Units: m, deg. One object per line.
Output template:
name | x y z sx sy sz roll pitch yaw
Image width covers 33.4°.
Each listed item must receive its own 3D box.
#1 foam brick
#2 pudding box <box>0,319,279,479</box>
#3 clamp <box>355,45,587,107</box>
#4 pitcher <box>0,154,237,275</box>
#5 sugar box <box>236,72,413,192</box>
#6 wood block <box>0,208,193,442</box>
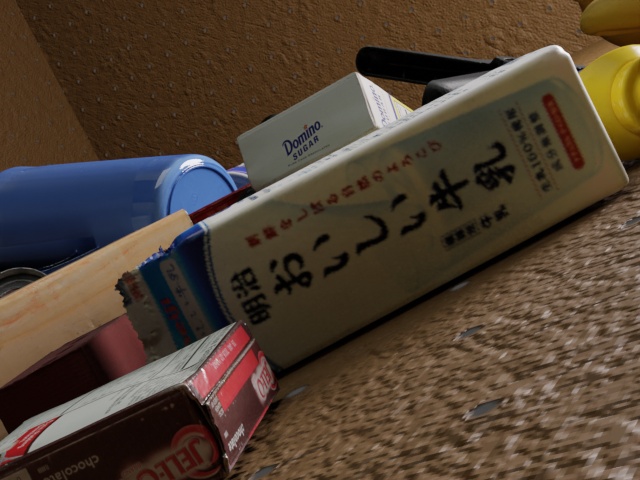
foam brick | -0.116 0.077 0.526 0.053 0.051 0.078 -27 5 9
pudding box | -0.077 0.076 0.397 0.113 0.039 0.090 -24 5 12
clamp | 0.138 -0.126 0.838 0.209 0.036 0.165 -3 21 -23
pitcher | -0.195 -0.006 0.952 0.243 0.149 0.144 -5 -20 37
sugar box | 0.032 -0.049 0.713 0.093 0.048 0.176 -26 -19 24
wood block | -0.169 0.068 0.695 0.205 0.090 0.091 -30 5 -36
